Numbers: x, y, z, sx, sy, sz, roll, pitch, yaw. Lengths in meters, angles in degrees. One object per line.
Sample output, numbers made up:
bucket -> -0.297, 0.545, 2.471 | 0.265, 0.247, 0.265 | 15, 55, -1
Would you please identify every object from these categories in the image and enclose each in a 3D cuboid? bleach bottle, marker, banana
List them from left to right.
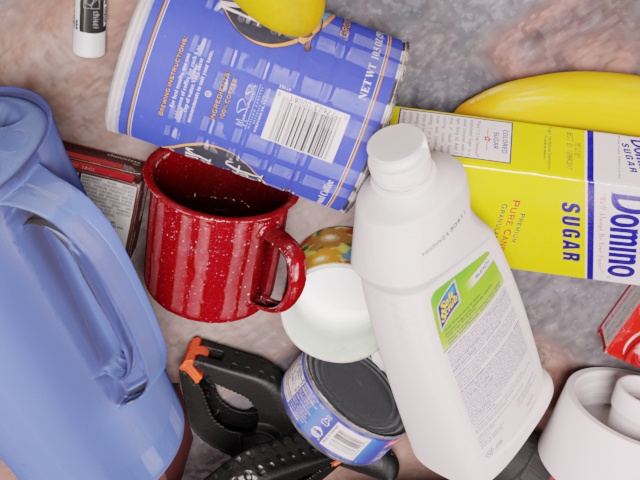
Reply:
marker -> -0.129, -0.163, 0.602 | 0.020, 0.020, 0.121 | 9, 119, 0
bleach bottle -> 0.073, 0.032, 0.602 | 0.068, 0.102, 0.251 | 20, 147, 35
banana -> 0.179, -0.063, 0.616 | 0.197, 0.037, 0.070 | 18, 118, -4

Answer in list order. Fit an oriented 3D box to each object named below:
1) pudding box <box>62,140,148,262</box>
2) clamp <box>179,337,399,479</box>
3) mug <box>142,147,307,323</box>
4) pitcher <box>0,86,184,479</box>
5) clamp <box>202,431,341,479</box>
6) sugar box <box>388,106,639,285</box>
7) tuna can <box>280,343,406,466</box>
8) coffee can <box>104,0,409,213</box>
pudding box -> -0.163, -0.007, 0.680 | 0.090, 0.039, 0.114 | 15, 117, -3
clamp -> -0.042, 0.141, 0.749 | 0.171, 0.039, 0.120 | 41, 110, -13
mug -> -0.054, 0.001, 0.638 | 0.117, 0.093, 0.081 | 31, 129, 27
pitcher -> -0.159, 0.047, 0.602 | 0.145, 0.149, 0.243 | -22, 127, -2
clamp -> -0.075, 0.175, 0.678 | 0.210, 0.036, 0.164 | -32, 154, -3
sugar box -> 0.121, -0.023, 0.620 | 0.176, 0.048, 0.093 | 9, 144, 6
tuna can -> 0.017, 0.103, 0.695 | 0.086, 0.086, 0.034 | 32, 118, -12
coffee can -> -0.035, -0.086, 0.587 | 0.140, 0.102, 0.103 | 19, 118, -5
